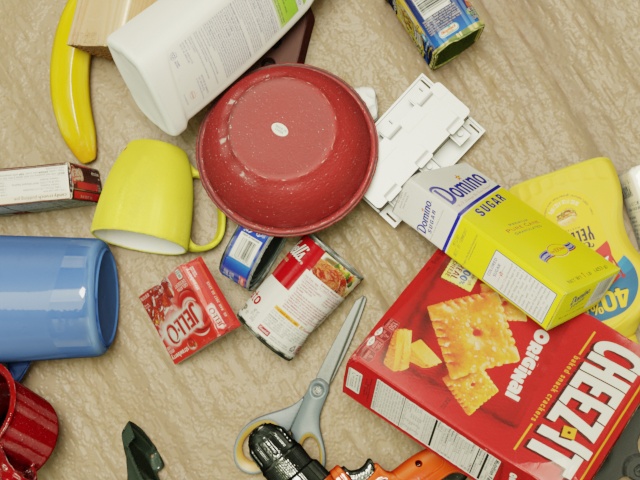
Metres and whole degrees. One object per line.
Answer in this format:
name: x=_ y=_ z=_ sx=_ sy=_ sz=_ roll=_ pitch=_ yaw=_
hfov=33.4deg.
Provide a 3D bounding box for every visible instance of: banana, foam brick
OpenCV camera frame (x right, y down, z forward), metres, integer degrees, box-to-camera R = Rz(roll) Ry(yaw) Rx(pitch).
banana: x=-0.221 y=-0.175 z=1.011 sx=0.069 sy=0.037 sz=0.198 roll=16 pitch=89 yaw=6
foam brick: x=-0.040 y=-0.179 z=0.987 sx=0.053 sy=0.051 sz=0.078 roll=13 pitch=89 yaw=5

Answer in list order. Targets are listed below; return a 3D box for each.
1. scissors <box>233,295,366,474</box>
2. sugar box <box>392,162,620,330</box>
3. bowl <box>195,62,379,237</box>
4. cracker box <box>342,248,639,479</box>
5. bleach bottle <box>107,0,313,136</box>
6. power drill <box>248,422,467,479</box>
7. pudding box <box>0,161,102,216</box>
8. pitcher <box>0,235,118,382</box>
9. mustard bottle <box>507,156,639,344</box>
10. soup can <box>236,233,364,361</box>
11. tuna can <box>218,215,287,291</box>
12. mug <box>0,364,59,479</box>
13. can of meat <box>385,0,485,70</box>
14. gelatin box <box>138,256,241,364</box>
scissors: x=-0.022 y=0.142 z=0.992 sx=0.096 sy=0.016 sz=0.202 roll=10 pitch=87 yaw=7
sugar box: x=0.156 y=-0.001 z=0.910 sx=0.176 sy=0.093 sz=0.048 roll=41 pitch=126 yaw=28
bowl: x=-0.031 y=-0.087 z=0.913 sx=0.162 sy=0.055 sz=0.162 roll=-1 pitch=76 yaw=3
cracker box: x=0.151 y=0.112 z=0.895 sx=0.214 sy=0.072 sz=0.164 roll=32 pitch=58 yaw=19
bleach bottle: x=-0.059 y=-0.203 z=0.919 sx=0.250 sy=0.102 sz=0.068 roll=-40 pitch=54 yaw=-15
power drill: x=0.053 y=0.194 z=0.947 sx=0.187 sy=0.057 sz=0.184 roll=-39 pitch=82 yaw=-7
pudding box: x=-0.269 y=-0.047 z=0.983 sx=0.113 sy=0.090 sz=0.039 roll=-7 pitch=88 yaw=5
pitcher: x=-0.312 y=0.064 z=0.973 sx=0.243 sy=0.149 sz=0.145 roll=-1 pitch=66 yaw=2
mustard bottle: x=0.240 y=0.029 z=0.950 sx=0.096 sy=0.058 sz=0.191 roll=-19 pitch=87 yaw=21
soup can: x=-0.019 y=0.050 z=0.969 sx=0.068 sy=0.068 sz=0.102 roll=41 pitch=92 yaw=5
tuna can: x=-0.056 y=0.001 z=0.965 sx=0.034 sy=0.086 sz=0.086 roll=30 pitch=91 yaw=7
mug: x=-0.279 y=0.170 z=0.935 sx=0.093 sy=0.081 sz=0.117 roll=-40 pitch=54 yaw=-2
can of meat: x=0.100 y=-0.206 z=0.952 sx=0.057 sy=0.102 sz=0.084 roll=-32 pitch=88 yaw=3
gelatin box: x=-0.121 y=0.064 z=0.971 sx=0.030 sy=0.089 sz=0.073 roll=-26 pitch=85 yaw=-41
